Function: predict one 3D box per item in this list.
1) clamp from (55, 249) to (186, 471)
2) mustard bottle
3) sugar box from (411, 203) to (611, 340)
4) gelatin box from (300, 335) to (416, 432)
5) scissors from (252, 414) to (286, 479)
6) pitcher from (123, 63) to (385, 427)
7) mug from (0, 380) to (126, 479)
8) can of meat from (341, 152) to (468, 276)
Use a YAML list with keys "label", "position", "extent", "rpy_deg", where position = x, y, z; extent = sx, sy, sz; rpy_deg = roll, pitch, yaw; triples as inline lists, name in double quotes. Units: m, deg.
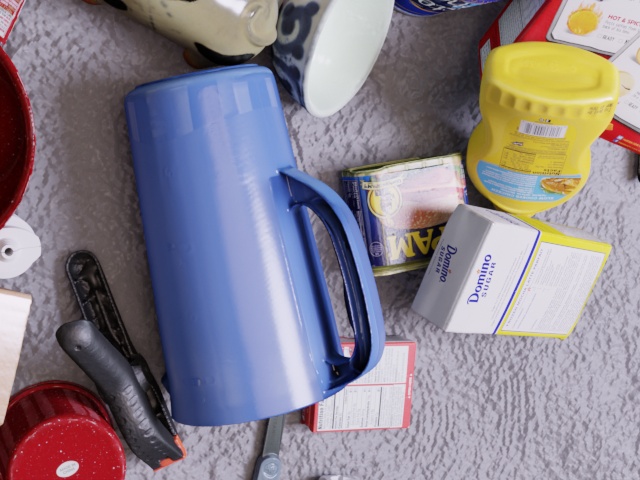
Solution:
- label: "clamp"
  position: [-0.144, 0.090, 0.770]
  extent: [0.039, 0.120, 0.171]
  rpy_deg: [-17, 125, 5]
- label: "mustard bottle"
  position: [0.163, -0.071, 0.828]
  extent: [0.096, 0.192, 0.058]
  rpy_deg: [8, 60, 5]
- label: "sugar box"
  position: [0.155, 0.028, 0.852]
  extent: [0.175, 0.048, 0.093]
  rpy_deg: [10, 107, -44]
- label: "gelatin box"
  position: [0.030, 0.115, 0.865]
  extent: [0.089, 0.030, 0.073]
  rpy_deg: [1, 97, -21]
- label: "scissors"
  position: [-0.028, 0.195, 0.858]
  extent: [0.096, 0.016, 0.202]
  rpy_deg: [26, 86, -23]
- label: "pitcher"
  position: [-0.055, 0.001, 0.760]
  extent: [0.149, 0.145, 0.243]
  rpy_deg: [-12, 97, -13]
- label: "mug"
  position: [-0.177, 0.161, 0.760]
  extent: [0.117, 0.082, 0.093]
  rpy_deg: [45, 79, -19]
- label: "can of meat"
  position: [0.070, -0.022, 0.851]
  extent: [0.102, 0.058, 0.084]
  rpy_deg: [-11, 97, -21]
